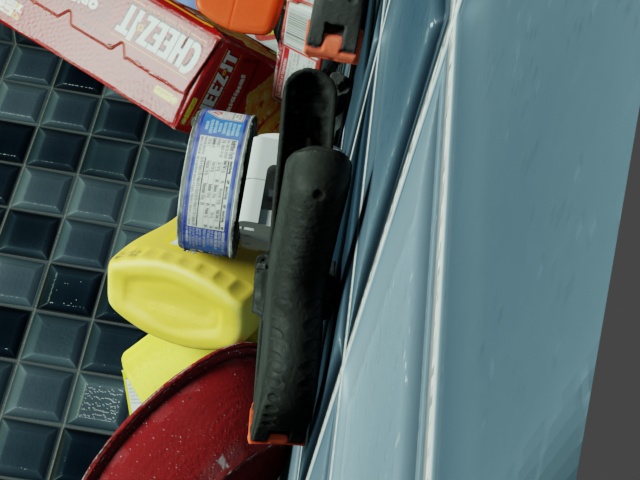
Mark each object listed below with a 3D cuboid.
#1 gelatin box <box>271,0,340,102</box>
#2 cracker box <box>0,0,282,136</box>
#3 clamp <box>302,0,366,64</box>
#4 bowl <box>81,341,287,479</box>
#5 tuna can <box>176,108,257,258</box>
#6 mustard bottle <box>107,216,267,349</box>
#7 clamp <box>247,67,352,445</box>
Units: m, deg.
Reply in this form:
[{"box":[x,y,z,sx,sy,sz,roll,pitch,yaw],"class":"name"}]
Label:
[{"box":[0.001,-0.134,0.655,0.089,0.030,0.073,105,-169,-57],"class":"gelatin box"},{"box":[-0.099,-0.129,0.747,0.072,0.164,0.213,-61,-18,7],"class":"cracker box"},{"box":[0.022,-0.195,0.546,0.164,0.036,0.210,-109,28,-84],"class":"clamp"},{"box":[-0.071,0.139,0.641,0.162,0.055,0.162,-39,-25,-23],"class":"bowl"},{"box":[-0.060,-0.034,0.627,0.086,0.033,0.086,-179,98,-90],"class":"tuna can"},{"box":[-0.055,0.001,0.717,0.191,0.096,0.058,-48,-32,-57],"class":"mustard bottle"},{"box":[-0.011,0.010,0.472,0.120,0.039,0.172,-82,2,-58],"class":"clamp"}]
